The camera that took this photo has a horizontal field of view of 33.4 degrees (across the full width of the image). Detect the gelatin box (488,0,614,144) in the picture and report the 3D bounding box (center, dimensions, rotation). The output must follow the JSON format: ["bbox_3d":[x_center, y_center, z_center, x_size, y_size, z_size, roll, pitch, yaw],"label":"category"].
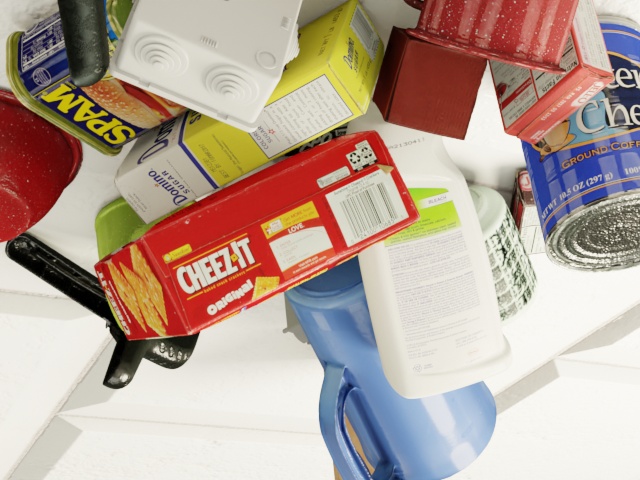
[{"bbox_3d":[0.140,-0.116,0.663,0.030,0.089,0.073,11,146,-29],"label":"gelatin box"}]

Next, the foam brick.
[{"bbox_3d":[0.066,-0.099,0.659,0.051,0.078,0.053,14,106,-6],"label":"foam brick"}]

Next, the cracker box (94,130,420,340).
[{"bbox_3d":[-0.055,0.001,0.716,0.164,0.072,0.214,-27,-176,-20],"label":"cracker box"}]

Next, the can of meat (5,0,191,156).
[{"bbox_3d":[-0.127,-0.107,0.661,0.084,0.057,0.102,-24,146,24],"label":"can of meat"}]

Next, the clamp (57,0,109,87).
[{"bbox_3d":[-0.144,-0.171,0.530,0.120,0.039,0.172,22,121,-2],"label":"clamp"}]

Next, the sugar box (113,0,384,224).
[{"bbox_3d":[-0.046,-0.081,0.681,0.176,0.093,0.048,-23,118,27],"label":"sugar box"}]

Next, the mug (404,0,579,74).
[{"bbox_3d":[0.094,-0.147,0.596,0.093,0.117,0.081,-3,113,-49],"label":"mug"}]

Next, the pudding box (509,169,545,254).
[{"bbox_3d":[0.216,-0.028,0.889,0.113,0.039,0.090,-5,152,2],"label":"pudding box"}]

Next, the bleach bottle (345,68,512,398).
[{"bbox_3d":[0.075,-0.010,0.771,0.102,0.068,0.251,-17,118,-10],"label":"bleach bottle"}]

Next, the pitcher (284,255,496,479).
[{"bbox_3d":[0.053,0.100,0.923,0.145,0.149,0.242,-23,129,7],"label":"pitcher"}]

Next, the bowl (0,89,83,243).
[{"bbox_3d":[-0.250,-0.041,0.753,0.162,0.055,0.162,-4,151,-3],"label":"bowl"}]

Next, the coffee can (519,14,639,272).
[{"bbox_3d":[0.187,-0.064,0.714,0.102,0.140,0.103,-5,150,-3],"label":"coffee can"}]

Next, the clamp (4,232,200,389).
[{"bbox_3d":[-0.159,0.075,0.908,0.036,0.165,0.209,-46,148,9],"label":"clamp"}]
